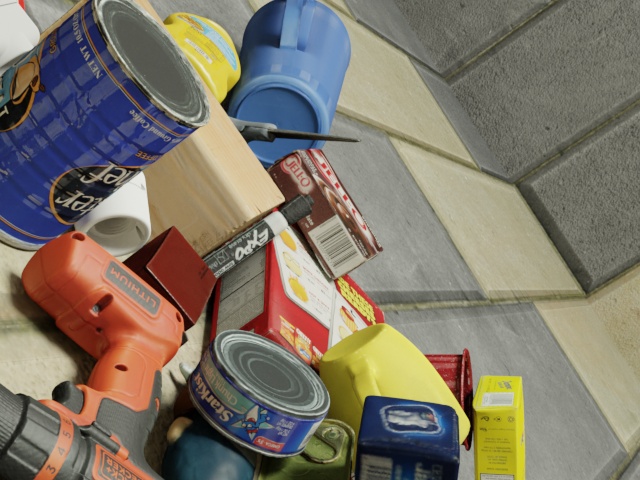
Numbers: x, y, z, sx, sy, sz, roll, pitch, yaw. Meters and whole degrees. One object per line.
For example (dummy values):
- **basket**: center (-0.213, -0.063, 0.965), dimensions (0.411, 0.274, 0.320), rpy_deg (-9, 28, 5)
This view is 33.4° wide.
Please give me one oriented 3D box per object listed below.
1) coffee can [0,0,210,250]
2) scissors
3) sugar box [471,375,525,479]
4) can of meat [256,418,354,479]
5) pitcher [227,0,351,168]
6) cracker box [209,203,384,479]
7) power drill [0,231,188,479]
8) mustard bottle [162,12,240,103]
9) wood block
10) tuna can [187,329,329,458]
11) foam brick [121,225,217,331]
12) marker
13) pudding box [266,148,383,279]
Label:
- **coffee can**: center (-0.155, -0.074, 0.668), dimensions (0.102, 0.140, 0.103), rpy_deg (48, 19, -23)
- **scissors**: center (-0.052, -0.091, 0.964), dimensions (0.096, 0.202, 0.016), rpy_deg (55, 49, -70)
- **sugar box**: center (0.168, 0.224, 0.994), dimensions (0.093, 0.048, 0.176), rpy_deg (-39, 125, -72)
- **can of meat**: center (-0.009, 0.175, 0.678), dimensions (0.102, 0.057, 0.084), rpy_deg (-80, 171, -65)
- **pitcher**: center (-0.036, -0.186, 1.193), dimensions (0.149, 0.145, 0.242), rpy_deg (49, 21, -21)
- **cracker box**: center (-0.014, 0.083, 0.872), dimensions (0.164, 0.072, 0.213), rpy_deg (48, 18, -24)
- **power drill**: center (-0.138, 0.078, 0.583), dimensions (0.184, 0.057, 0.187), rpy_deg (46, 22, -29)
- **mustard bottle**: center (-0.127, -0.185, 1.079), dimensions (0.096, 0.058, 0.191), rpy_deg (41, 20, -10)
- **wood block**: center (-0.130, -0.086, 0.841), dimensions (0.206, 0.090, 0.090), rpy_deg (56, 19, 0)
- **tuna can**: center (-0.037, 0.094, 0.663), dimensions (0.086, 0.034, 0.086), rpy_deg (29, 18, -10)
- **foam brick**: center (-0.112, 0.035, 0.731), dimensions (0.053, 0.051, 0.078), rpy_deg (52, 18, -13)
- **marker**: center (-0.055, 0.001, 0.838), dimensions (0.020, 0.121, 0.020), rpy_deg (51, -14, 17)
- **pudding box**: center (0.006, -0.026, 0.932), dimensions (0.113, 0.039, 0.090), rpy_deg (60, 15, 2)
